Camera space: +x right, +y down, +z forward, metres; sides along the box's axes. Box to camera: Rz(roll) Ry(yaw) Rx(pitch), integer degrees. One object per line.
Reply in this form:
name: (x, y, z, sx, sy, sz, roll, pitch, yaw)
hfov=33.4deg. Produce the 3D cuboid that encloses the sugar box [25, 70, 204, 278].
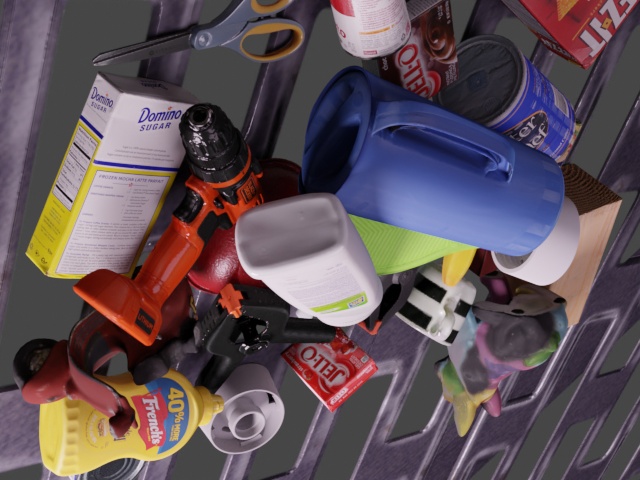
sugar box: (-0.172, -0.051, 0.895, 0.093, 0.048, 0.176, 3, 119, -50)

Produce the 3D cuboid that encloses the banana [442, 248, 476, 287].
banana: (0.152, -0.042, 1.201, 0.069, 0.037, 0.198, -21, 118, -11)

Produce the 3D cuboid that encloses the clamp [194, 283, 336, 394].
clamp: (-0.079, 0.100, 1.080, 0.164, 0.036, 0.210, -28, 155, 3)

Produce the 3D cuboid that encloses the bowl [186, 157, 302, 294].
bowl: (-0.057, 0.001, 1.048, 0.161, 0.055, 0.162, -26, 138, -26)

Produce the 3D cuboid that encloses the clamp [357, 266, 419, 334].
clamp: (0.095, 0.028, 1.235, 0.120, 0.039, 0.172, 1, 120, -39)

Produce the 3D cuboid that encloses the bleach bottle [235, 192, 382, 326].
bleach bottle: (0.000, 0.035, 1.020, 0.102, 0.068, 0.250, -13, 158, 7)

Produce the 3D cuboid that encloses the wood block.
wood block: (0.301, 0.016, 1.379, 0.090, 0.091, 0.206, -19, 135, -31)

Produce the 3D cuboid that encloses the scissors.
scissors: (-0.089, -0.185, 0.878, 0.201, 0.016, 0.096, -6, 126, -41)

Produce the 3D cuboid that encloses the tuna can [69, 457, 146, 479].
tuna can: (-0.222, 0.226, 1.111, 0.086, 0.034, 0.086, -26, 139, -25)

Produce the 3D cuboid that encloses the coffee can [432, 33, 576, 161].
coffee can: (0.194, -0.141, 1.120, 0.103, 0.103, 0.140, -53, 143, 9)

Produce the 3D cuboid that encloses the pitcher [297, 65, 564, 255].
pitcher: (0.114, -0.067, 1.006, 0.242, 0.149, 0.145, 17, 116, -25)

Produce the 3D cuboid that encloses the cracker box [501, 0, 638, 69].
cracker box: (0.259, -0.288, 1.074, 0.164, 0.072, 0.213, -53, 143, 10)

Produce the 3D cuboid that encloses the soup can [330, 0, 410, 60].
soup can: (0.041, -0.217, 0.931, 0.068, 0.069, 0.102, -36, 143, -14)

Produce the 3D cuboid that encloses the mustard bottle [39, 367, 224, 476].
mustard bottle: (-0.180, 0.173, 1.063, 0.191, 0.058, 0.096, -1, 97, -39)

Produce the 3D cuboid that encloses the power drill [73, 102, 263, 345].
power drill: (-0.121, -0.011, 0.892, 0.187, 0.057, 0.184, -52, 161, -12)

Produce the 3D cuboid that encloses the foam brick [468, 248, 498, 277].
foam brick: (0.210, 0.001, 1.310, 0.078, 0.051, 0.053, -18, 134, -33)

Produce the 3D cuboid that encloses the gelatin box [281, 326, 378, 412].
gelatin box: (0.011, 0.138, 1.210, 0.073, 0.089, 0.030, -41, 143, -7)

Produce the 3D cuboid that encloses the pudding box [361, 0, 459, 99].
pudding box: (0.085, -0.180, 1.032, 0.090, 0.039, 0.113, -36, 142, -14)
